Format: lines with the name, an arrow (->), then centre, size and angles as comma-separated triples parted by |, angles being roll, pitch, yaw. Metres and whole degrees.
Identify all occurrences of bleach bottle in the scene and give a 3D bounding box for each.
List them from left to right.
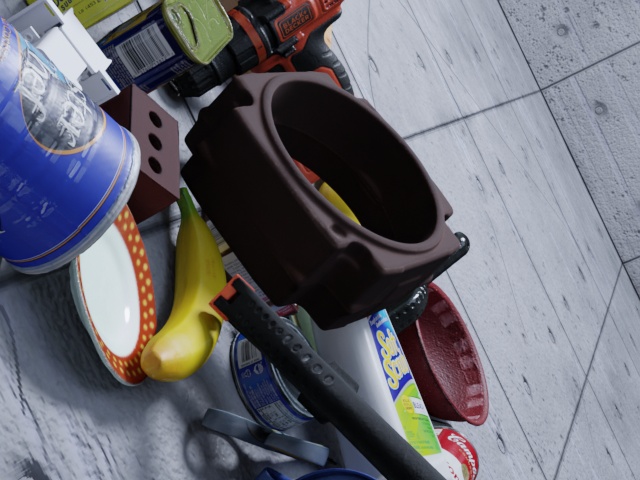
bleach bottle -> 0.032, 0.094, 0.892 | 0.102, 0.068, 0.251 | 18, 49, -61

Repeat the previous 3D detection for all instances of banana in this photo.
banana -> -0.094, 0.043, 0.739 | 0.069, 0.037, 0.198 | 49, 20, -29

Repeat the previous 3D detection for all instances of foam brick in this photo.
foam brick -> -0.134, -0.058, 0.745 | 0.053, 0.051, 0.078 | 41, 32, -44

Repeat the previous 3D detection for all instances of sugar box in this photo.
sugar box -> -0.147, -0.210, 0.825 | 0.048, 0.093, 0.176 | 58, 22, -17

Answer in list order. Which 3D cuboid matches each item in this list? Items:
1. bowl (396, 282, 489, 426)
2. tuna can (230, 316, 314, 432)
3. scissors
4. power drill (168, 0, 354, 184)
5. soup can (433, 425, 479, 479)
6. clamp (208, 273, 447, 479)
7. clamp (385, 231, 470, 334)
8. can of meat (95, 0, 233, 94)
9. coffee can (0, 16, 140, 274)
bowl -> 0.115, 0.124, 1.111 | 0.162, 0.055, 0.162 | 48, 27, -35
tuna can -> -0.031, 0.103, 0.830 | 0.086, 0.034, 0.086 | 48, 27, -35
scissors -> -0.007, 0.155, 0.776 | 0.201, 0.096, 0.016 | 32, 73, -50
power drill -> -0.033, -0.137, 0.964 | 0.057, 0.184, 0.187 | 43, -16, 44
soup can -> 0.099, 0.216, 0.962 | 0.068, 0.069, 0.102 | 65, 22, 0
clamp -> 0.010, 0.106, 0.711 | 0.210, 0.036, 0.164 | 43, -6, 16
clamp -> 0.084, 0.043, 1.053 | 0.039, 0.120, 0.171 | 61, 26, -25
can of meat -> -0.125, -0.152, 0.823 | 0.057, 0.084, 0.102 | 58, 23, -18
coffee can -> -0.181, -0.061, 0.573 | 0.140, 0.103, 0.103 | 45, 29, -40
